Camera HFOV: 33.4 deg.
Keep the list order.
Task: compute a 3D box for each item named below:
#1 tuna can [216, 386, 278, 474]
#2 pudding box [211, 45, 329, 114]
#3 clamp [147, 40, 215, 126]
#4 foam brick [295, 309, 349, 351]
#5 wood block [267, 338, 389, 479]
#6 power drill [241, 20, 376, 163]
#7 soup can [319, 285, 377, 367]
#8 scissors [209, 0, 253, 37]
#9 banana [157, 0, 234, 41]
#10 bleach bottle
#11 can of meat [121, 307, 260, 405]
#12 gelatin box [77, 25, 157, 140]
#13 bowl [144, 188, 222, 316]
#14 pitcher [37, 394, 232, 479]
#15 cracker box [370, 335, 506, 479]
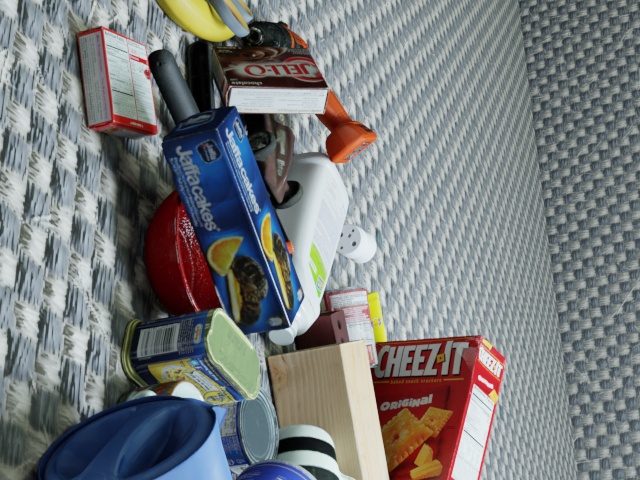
[{"bbox_3d":[-0.074,0.187,1.053,0.086,0.034,0.086,-12,90,-70],"label":"tuna can"},{"bbox_3d":[-0.056,-0.174,1.152,0.090,0.113,0.039,-114,-153,-49],"label":"pudding box"},{"bbox_3d":[-0.122,-0.100,1.067,0.164,0.036,0.210,-35,114,-78],"label":"clamp"},{"bbox_3d":[0.004,0.125,1.269,0.053,0.051,0.078,-10,88,-70],"label":"foam brick"},{"bbox_3d":[0.014,0.221,1.187,0.090,0.091,0.206,3,76,-70],"label":"wood block"},{"bbox_3d":[-0.014,-0.181,1.281,0.187,0.057,0.184,55,14,4],"label":"power drill"},{"bbox_3d":[0.032,0.111,1.326,0.068,0.069,0.102,6,74,-69],"label":"soup can"},{"bbox_3d":[-0.131,-0.284,1.109,0.201,0.016,0.096,41,23,-44],"label":"scissors"},{"bbox_3d":[-0.128,-0.248,1.139,0.197,0.037,0.069,24,57,-66],"label":"banana"},{"bbox_3d":[-0.024,0.013,1.241,0.250,0.068,0.102,-76,147,-45],"label":"bleach bottle"},{"bbox_3d":[-0.110,0.105,0.930,0.102,0.084,0.057,55,31,-46],"label":"can of meat"},{"bbox_3d":[-0.181,-0.139,0.951,0.073,0.030,0.089,7,72,-67],"label":"gelatin box"},{"bbox_3d":[-0.118,0.017,0.997,0.162,0.055,0.162,-11,90,-70],"label":"bowl"},{"bbox_3d":[-0.118,0.252,0.794,0.145,0.149,0.243,-88,164,-70],"label":"pitcher"},{"bbox_3d":[0.118,0.223,1.285,0.072,0.164,0.213,44,52,-37],"label":"cracker box"}]
